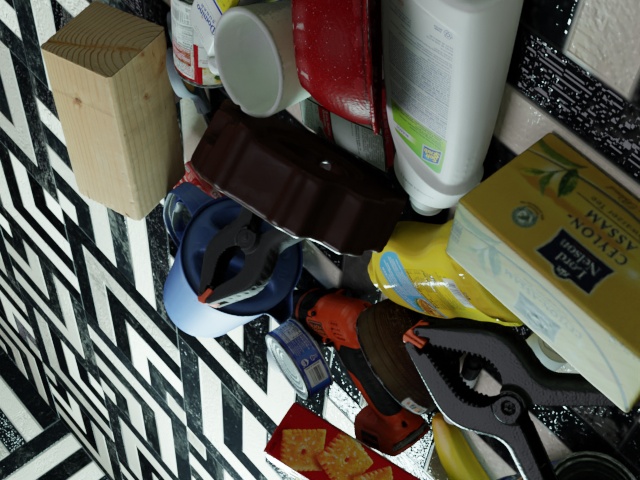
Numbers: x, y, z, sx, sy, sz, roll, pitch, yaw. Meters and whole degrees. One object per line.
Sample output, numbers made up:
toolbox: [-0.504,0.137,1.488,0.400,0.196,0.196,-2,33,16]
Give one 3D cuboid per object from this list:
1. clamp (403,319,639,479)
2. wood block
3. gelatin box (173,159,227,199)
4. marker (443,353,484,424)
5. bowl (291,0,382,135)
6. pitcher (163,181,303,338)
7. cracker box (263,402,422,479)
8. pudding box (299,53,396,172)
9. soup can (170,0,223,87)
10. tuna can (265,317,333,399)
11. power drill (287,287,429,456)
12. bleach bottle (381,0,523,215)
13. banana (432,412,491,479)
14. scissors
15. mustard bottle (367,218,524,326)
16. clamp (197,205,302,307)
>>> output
clamp: [0.155,0.136,0.844,0.210,0.036,0.165,27,113,19]
wood block: [-0.212,-0.131,1.118,0.091,0.090,0.206,25,144,20]
gelatin box: [-0.138,-0.055,1.265,0.073,0.030,0.089,55,155,1]
marker: [0.138,0.144,1.032,0.020,0.020,0.121,44,153,23]
bowl: [0.012,-0.153,0.741,0.162,0.055,0.162,-1,-90,-84]
pitcher: [-0.119,0.033,1.230,0.243,0.145,0.149,139,136,-69]
cracker box: [0.050,0.268,1.163,0.214,0.072,0.164,31,169,12]
pudding box: [0.027,-0.119,0.889,0.114,0.039,0.090,32,145,37]
soup can: [-0.104,-0.200,0.985,0.068,0.068,0.102,44,152,24]
tuna can: [-0.023,0.129,1.154,0.086,0.033,0.086,51,162,23]
power drill: [0.033,0.137,1.165,0.187,0.057,0.185,62,161,-15]
bleach bottle: [0.083,-0.109,0.776,0.103,0.068,0.251,46,156,26]
banana: [0.176,0.263,1.094,0.198,0.037,0.070,47,137,15]
scissors: [-0.127,-0.139,1.107,0.096,0.016,0.202,-84,-16,-54]
mustard bottle: [0.097,0.026,0.913,0.096,0.058,0.192,49,158,-20]
clamp: [-0.057,0.001,1.072,0.120,0.171,0.039,31,-176,36]
